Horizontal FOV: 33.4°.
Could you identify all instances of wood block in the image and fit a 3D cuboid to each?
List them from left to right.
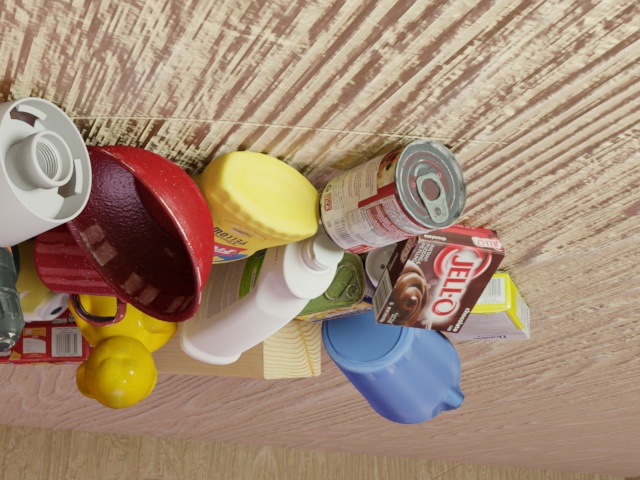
[{"bbox_3d":[-0.104,0.109,1.226,0.207,0.091,0.090,-5,173,44],"label":"wood block"}]

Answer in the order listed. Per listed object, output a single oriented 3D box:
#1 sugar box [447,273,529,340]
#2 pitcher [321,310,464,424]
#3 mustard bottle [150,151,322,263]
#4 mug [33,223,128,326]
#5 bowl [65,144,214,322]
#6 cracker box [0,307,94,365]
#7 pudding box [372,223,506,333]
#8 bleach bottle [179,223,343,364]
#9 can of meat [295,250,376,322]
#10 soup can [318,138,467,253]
[{"bbox_3d":[0.181,0.078,1.210,0.093,0.048,0.176,-3,166,17],"label":"sugar box"},{"bbox_3d":[0.075,0.129,1.282,0.149,0.145,0.242,-14,156,12],"label":"pitcher"},{"bbox_3d":[-0.089,-0.019,0.902,0.096,0.058,0.192,25,155,-29],"label":"mustard bottle"},{"bbox_3d":[-0.204,0.020,0.969,0.082,0.117,0.093,2,-166,19],"label":"mug"},{"bbox_3d":[-0.135,-0.016,0.840,0.162,0.055,0.162,29,140,27],"label":"bowl"},{"bbox_3d":[-0.287,0.121,1.342,0.164,0.072,0.213,-5,172,28],"label":"cracker box"},{"bbox_3d":[0.108,0.034,1.001,0.090,0.039,0.114,9,132,-18],"label":"pudding box"},{"bbox_3d":[-0.051,0.045,0.973,0.068,0.102,0.251,17,159,-23],"label":"bleach bottle"},{"bbox_3d":[0.008,0.050,1.096,0.102,0.057,0.083,-12,167,17],"label":"can of meat"},{"bbox_3d":[0.053,-0.032,0.820,0.068,0.068,0.102,13,161,-32],"label":"soup can"}]
